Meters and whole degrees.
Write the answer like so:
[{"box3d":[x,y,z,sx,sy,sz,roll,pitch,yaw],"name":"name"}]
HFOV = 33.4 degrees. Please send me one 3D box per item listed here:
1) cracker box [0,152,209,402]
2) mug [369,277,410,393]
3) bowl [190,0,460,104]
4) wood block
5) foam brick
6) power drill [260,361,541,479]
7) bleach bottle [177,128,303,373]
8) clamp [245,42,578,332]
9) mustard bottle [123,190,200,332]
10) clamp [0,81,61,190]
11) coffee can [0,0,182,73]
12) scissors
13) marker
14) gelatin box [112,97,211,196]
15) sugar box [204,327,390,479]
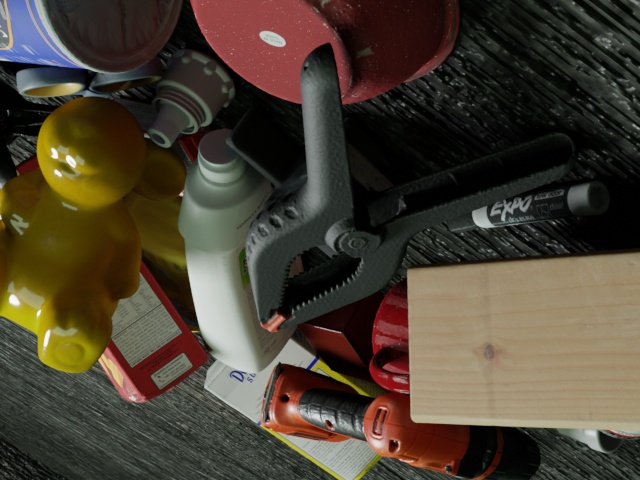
[{"box3d":[-0.191,0.035,0.905,0.213,0.072,0.164,55,164,-3],"name":"cracker box"},{"box3d":[0.083,0.074,0.740,0.082,0.117,0.093,12,121,45],"name":"mug"},{"box3d":[-0.012,-0.120,0.548,0.162,0.055,0.162,25,154,13],"name":"bowl"},{"box3d":[0.156,0.052,0.563,0.207,0.091,0.090,-5,174,38],"name":"wood block"},{"box3d":[0.025,0.071,0.866,0.053,0.051,0.078,11,149,38],"name":"foam brick"},{"box3d":[0.059,0.146,0.844,0.184,0.057,0.188,25,165,-41],"name":"power drill"},{"box3d":[-0.055,0.001,0.776,0.068,0.102,0.251,24,152,16],"name":"bleach bottle"},{"box3d":[0.013,-0.018,0.584,0.164,0.036,0.210,22,134,-32],"name":"clamp"},{"box3d":[-0.121,0.032,0.948,0.096,0.058,0.191,30,156,18],"name":"mustard bottle"},{"box3d":[-0.238,-0.093,0.815,0.172,0.120,0.039,32,126,31],"name":"clamp"},{"box3d":[-0.162,-0.150,0.602,0.141,0.102,0.102,12,149,36],"name":"coffee can"},{"box3d":[-0.165,-0.100,0.707,0.096,0.016,0.202,-8,-177,-28],"name":"scissors"},{"box3d":[0.118,-0.019,0.633,0.020,0.020,0.121,43,153,-24],"name":"marker"},{"box3d":[-0.112,-0.066,0.789,0.089,0.030,0.073,14,149,32],"name":"gelatin box"},{"box3d":[-0.011,0.146,0.999,0.176,0.093,0.048,38,-164,-10],"name":"sugar box"}]
